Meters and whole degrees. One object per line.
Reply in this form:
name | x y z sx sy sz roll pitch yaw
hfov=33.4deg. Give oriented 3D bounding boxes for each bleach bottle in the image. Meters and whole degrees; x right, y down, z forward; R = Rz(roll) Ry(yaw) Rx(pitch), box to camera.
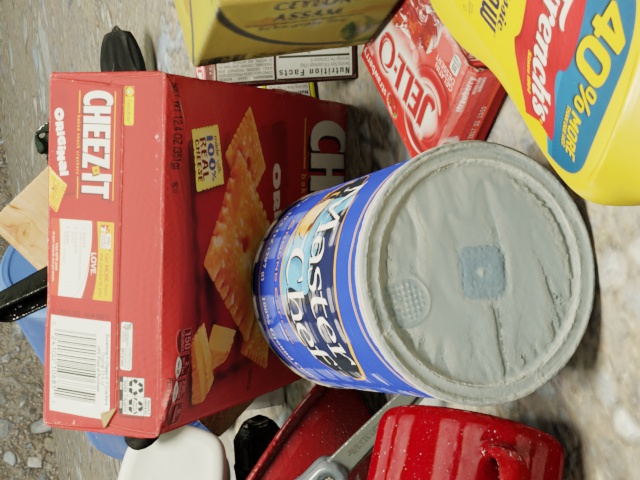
bleach bottle | -0.098 0.191 0.768 0.251 0.068 0.102 98 -178 -74

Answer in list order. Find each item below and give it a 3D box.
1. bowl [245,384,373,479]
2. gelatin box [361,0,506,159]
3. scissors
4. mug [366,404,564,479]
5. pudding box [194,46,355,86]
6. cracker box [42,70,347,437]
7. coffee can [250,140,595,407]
bowl | -0.008 0.155 0.636 0.055 0.161 0.162 31 140 11
gelatin box | 0.053 -0.085 0.503 0.073 0.030 0.089 109 148 -50
scissors | -0.017 0.120 0.549 0.202 0.096 0.016 -60 15 11
mug | 0.060 0.116 0.443 0.117 0.093 0.081 115 168 -71
pudding box | -0.027 -0.146 0.610 0.039 0.089 0.113 -151 58 -62
cracker box | -0.054 0.001 0.566 0.072 0.213 0.164 4 94 24
coffee can | 0.038 0.018 0.473 0.140 0.102 0.103 167 96 -69
